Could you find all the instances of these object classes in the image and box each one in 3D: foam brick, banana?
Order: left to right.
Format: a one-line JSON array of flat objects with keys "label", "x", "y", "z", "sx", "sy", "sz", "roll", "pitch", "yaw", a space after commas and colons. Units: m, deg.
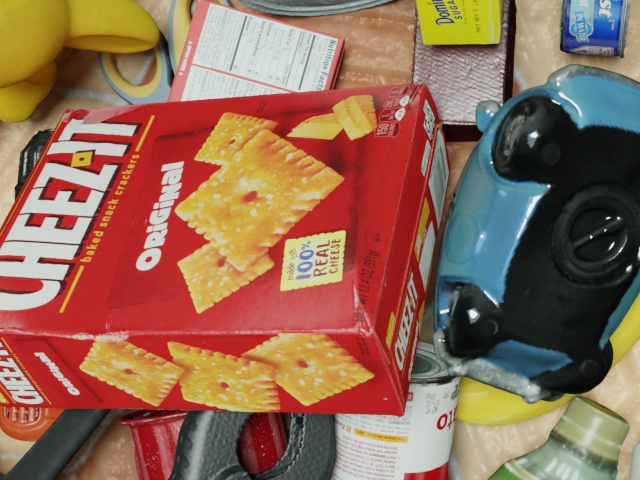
[{"label": "foam brick", "x": 0.078, "y": -0.095, "z": 0.582, "sx": 0.051, "sy": 0.053, "sz": 0.078, "roll": 3, "pitch": 88, "yaw": 13}, {"label": "banana", "x": 0.134, "y": 0.040, "z": 0.569, "sx": 0.198, "sy": 0.037, "sz": 0.070, "roll": -39, "pitch": 79, "yaw": 8}]

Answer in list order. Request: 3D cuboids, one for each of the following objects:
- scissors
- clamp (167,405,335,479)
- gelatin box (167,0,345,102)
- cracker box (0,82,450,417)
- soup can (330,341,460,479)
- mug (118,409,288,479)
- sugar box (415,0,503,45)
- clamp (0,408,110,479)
[{"label": "scissors", "x": -0.087, "y": -0.055, "z": 0.636, "sx": 0.096, "sy": 0.016, "sz": 0.202, "roll": 1, "pitch": 86, "yaw": 11}, {"label": "clamp", "x": -0.053, "y": 0.123, "z": 0.515, "sx": 0.120, "sy": 0.039, "sz": 0.171, "roll": 26, "pitch": 75, "yaw": -21}, {"label": "gelatin box", "x": -0.037, "y": -0.089, "z": 0.610, "sx": 0.089, "sy": 0.030, "sz": 0.073, "roll": 16, "pitch": 85, "yaw": 0}, {"label": "cracker box", "x": -0.053, "y": 0.001, "z": 0.531, "sx": 0.214, "sy": 0.072, "sz": 0.164, "roll": -1, "pitch": 46, "yaw": 19}, {"label": "soup can", "x": 0.035, "y": 0.108, "z": 0.560, "sx": 0.068, "sy": 0.068, "sz": 0.102, "roll": 9, "pitch": 103, "yaw": 13}, {"label": "mug", "x": -0.064, "y": 0.128, "z": 0.589, "sx": 0.117, "sy": 0.093, "sz": 0.081, "roll": -15, "pitch": 88, "yaw": 42}, {"label": "sugar box", "x": 0.073, "y": -0.197, "z": 0.539, "sx": 0.048, "sy": 0.093, "sz": 0.176, "roll": 0, "pitch": 62, "yaw": 12}, {"label": "clamp", "x": -0.180, "y": 0.145, "z": 0.601, "sx": 0.165, "sy": 0.036, "sz": 0.210, "roll": 1, "pitch": 107, "yaw": 13}]
